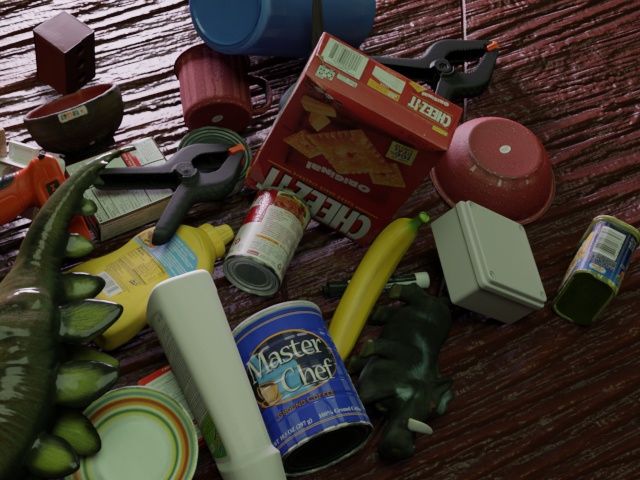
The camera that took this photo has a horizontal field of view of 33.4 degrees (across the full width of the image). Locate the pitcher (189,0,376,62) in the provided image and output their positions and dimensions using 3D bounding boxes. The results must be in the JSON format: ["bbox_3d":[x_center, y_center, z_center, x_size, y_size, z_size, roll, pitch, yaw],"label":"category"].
[{"bbox_3d":[-0.044,-0.287,1.252,0.149,0.145,0.242,57,30,7],"label":"pitcher"}]

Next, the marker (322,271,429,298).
[{"bbox_3d":[0.061,0.050,1.181,0.121,0.020,0.020,-5,57,-14],"label":"marker"}]

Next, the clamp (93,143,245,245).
[{"bbox_3d":[-0.158,-0.067,1.161,0.120,0.039,0.171,38,48,17],"label":"clamp"}]

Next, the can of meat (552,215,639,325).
[{"bbox_3d":[0.305,0.036,1.188,0.057,0.102,0.083,28,57,8],"label":"can of meat"}]

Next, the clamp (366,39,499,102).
[{"bbox_3d":[0.143,-0.214,1.367,0.165,0.036,0.209,43,57,19],"label":"clamp"}]

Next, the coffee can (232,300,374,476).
[{"bbox_3d":[-0.021,0.145,1.049,0.102,0.103,0.140,-15,60,-20],"label":"coffee can"}]

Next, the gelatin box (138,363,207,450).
[{"bbox_3d":[-0.128,0.161,1.062,0.073,0.030,0.089,-30,68,-28],"label":"gelatin box"}]

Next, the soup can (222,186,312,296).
[{"bbox_3d":[-0.058,0.001,1.162,0.068,0.069,0.102,21,55,4],"label":"soup can"}]

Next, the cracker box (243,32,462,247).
[{"bbox_3d":[0.028,-0.098,1.140,0.164,0.214,0.072,28,54,-6],"label":"cracker box"}]

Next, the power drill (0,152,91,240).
[{"bbox_3d":[-0.330,0.006,1.072,0.187,0.057,0.184,-23,90,-16],"label":"power drill"}]

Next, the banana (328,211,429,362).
[{"bbox_3d":[0.049,0.051,1.132,0.037,0.069,0.198,30,90,-2],"label":"banana"}]

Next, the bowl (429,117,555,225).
[{"bbox_3d":[0.215,-0.096,1.289,0.162,0.055,0.162,5,56,-7],"label":"bowl"}]

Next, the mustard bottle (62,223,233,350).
[{"bbox_3d":[-0.172,0.033,1.123,0.191,0.058,0.096,-31,57,-27],"label":"mustard bottle"}]

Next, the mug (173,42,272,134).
[{"bbox_3d":[-0.113,-0.173,1.262,0.117,0.093,0.081,3,60,-22],"label":"mug"}]

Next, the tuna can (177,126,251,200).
[{"bbox_3d":[-0.123,-0.088,1.231,0.086,0.034,0.086,5,55,-8],"label":"tuna can"}]

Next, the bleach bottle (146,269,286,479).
[{"bbox_3d":[-0.090,0.158,1.005,0.068,0.103,0.251,-18,70,-18],"label":"bleach bottle"}]

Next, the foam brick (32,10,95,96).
[{"bbox_3d":[-0.301,-0.220,1.261,0.051,0.078,0.053,35,56,15],"label":"foam brick"}]

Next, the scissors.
[{"bbox_3d":[-0.020,-0.199,1.240,0.096,0.201,0.016,-23,54,2],"label":"scissors"}]

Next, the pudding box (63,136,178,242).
[{"bbox_3d":[-0.217,-0.058,1.191,0.113,0.039,0.090,-25,65,-23],"label":"pudding box"}]
